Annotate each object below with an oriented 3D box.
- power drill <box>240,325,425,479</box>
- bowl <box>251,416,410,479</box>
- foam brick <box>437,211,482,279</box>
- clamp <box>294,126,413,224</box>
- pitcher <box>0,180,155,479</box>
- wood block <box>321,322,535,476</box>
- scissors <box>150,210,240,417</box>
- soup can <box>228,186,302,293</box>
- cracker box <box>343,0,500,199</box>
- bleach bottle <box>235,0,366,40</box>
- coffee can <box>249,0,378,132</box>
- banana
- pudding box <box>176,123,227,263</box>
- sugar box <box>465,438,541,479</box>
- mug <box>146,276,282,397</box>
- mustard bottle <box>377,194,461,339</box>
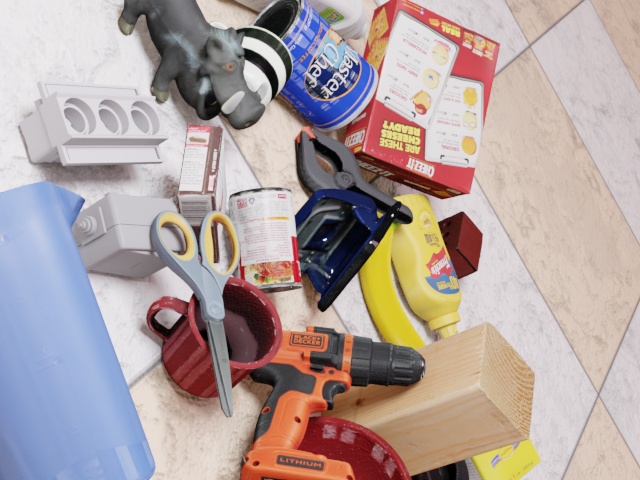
[{"bbox_3d":[0.005,0.163,1.006,0.187,0.184,0.057,-81,174,-48],"label":"power drill"},{"bbox_3d":[0.004,0.247,1.005,0.162,0.055,0.162,5,44,-5],"label":"bowl"},{"bbox_3d":[0.182,0.009,1.444,0.051,0.053,0.078,46,37,-25],"label":"foam brick"},{"bbox_3d":[0.034,-0.064,1.275,0.120,0.039,0.171,-19,77,-38],"label":"clamp"},{"bbox_3d":[-0.226,0.090,0.792,0.243,0.149,0.144,67,19,-1],"label":"pitcher"},{"bbox_3d":[0.107,0.173,1.097,0.090,0.206,0.090,46,38,-25],"label":"wood block"},{"bbox_3d":[-0.110,0.050,0.922,0.096,0.016,0.201,23,47,-24],"label":"scissors"},{"bbox_3d":[-0.057,0.001,1.096,0.068,0.069,0.102,4,78,-52],"label":"soup can"},{"bbox_3d":[0.128,-0.178,1.360,0.164,0.072,0.213,19,76,-24],"label":"cracker box"},{"bbox_3d":[-0.025,-0.306,1.348,0.250,0.103,0.068,19,63,-55],"label":"bleach bottle"},{"bbox_3d":[-0.013,-0.212,1.280,0.140,0.103,0.102,39,41,-32],"label":"coffee can"},{"bbox_3d":[0.086,0.063,1.275,0.037,0.069,0.198,99,-18,-74],"label":"banana"},{"bbox_3d":[-0.114,-0.044,1.041,0.039,0.113,0.090,3,54,-2],"label":"pudding box"},{"bbox_3d":[0.191,0.217,1.304,0.093,0.048,0.176,-30,96,-33],"label":"sugar box"},{"bbox_3d":[-0.104,0.087,0.972,0.117,0.082,0.093,25,48,-18],"label":"mug"},{"bbox_3d":[0.133,0.038,1.355,0.096,0.058,0.191,-5,73,-56],"label":"mustard bottle"}]
